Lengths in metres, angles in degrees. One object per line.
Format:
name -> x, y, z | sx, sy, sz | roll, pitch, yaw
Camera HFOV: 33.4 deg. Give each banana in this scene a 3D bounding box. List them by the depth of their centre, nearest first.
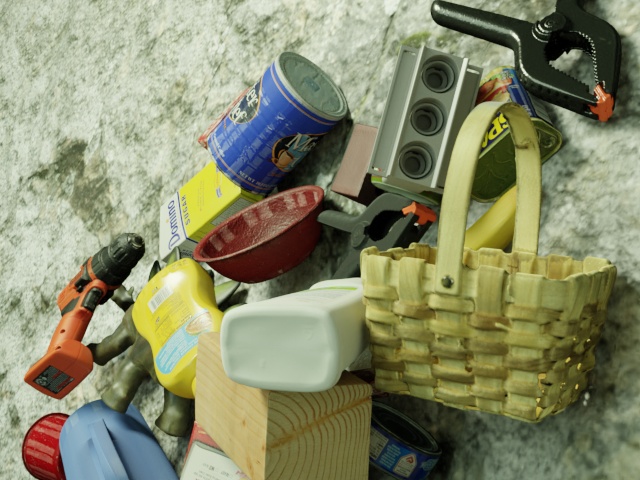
banana -> 0.124, 0.010, 0.996 | 0.198, 0.037, 0.069 | -30, 50, 40

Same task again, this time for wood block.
wood block -> -0.039, 0.144, 0.939 | 0.206, 0.090, 0.090 | -161, 72, -67

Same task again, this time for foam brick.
foam brick -> 0.056, -0.076, 1.119 | 0.051, 0.052, 0.078 | 17, 86, 55

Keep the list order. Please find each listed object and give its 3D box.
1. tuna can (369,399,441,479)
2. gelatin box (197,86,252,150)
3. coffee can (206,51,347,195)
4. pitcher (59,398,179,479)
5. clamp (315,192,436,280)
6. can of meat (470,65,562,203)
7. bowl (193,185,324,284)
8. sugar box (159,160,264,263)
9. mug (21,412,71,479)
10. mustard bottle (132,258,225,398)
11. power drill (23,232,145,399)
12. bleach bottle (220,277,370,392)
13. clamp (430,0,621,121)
tuna can -> 0.063, 0.176, 0.939 | 0.034, 0.086, 0.086 | -59, 36, 8
gelatin box -> -0.115, -0.153, 1.362 | 0.089, 0.030, 0.073 | -49, 12, -9
coffee can -> -0.052, -0.136, 1.249 | 0.140, 0.102, 0.103 | -44, 41, 28
pitcher -> -0.227, 0.277, 1.217 | 0.149, 0.144, 0.243 | -62, 32, 12
clamp -> 0.046, -0.006, 1.065 | 0.172, 0.039, 0.120 | -36, 51, 38
can of meat -> 0.164, -0.100, 0.990 | 0.102, 0.057, 0.084 | -43, 39, 30
bowl -> -0.058, 0.001, 1.183 | 0.162, 0.055, 0.162 | -24, 17, 8
sugar box -> -0.142, -0.045, 1.365 | 0.177, 0.048, 0.093 | -35, 45, 34
mug -> -0.328, 0.288, 1.394 | 0.082, 0.093, 0.117 | 3, 104, 48
mustard bottle -> -0.133, 0.106, 1.107 | 0.096, 0.058, 0.192 | -44, 41, 8
power drill -> -0.290, 0.092, 1.325 | 0.185, 0.057, 0.187 | -41, 24, 39
bleach bottle -> 0.010, 0.069, 0.916 | 0.103, 0.250, 0.068 | 0, 96, 21
clamp -> 0.199, -0.184, 0.967 | 0.164, 0.036, 0.210 | -21, 54, 8
